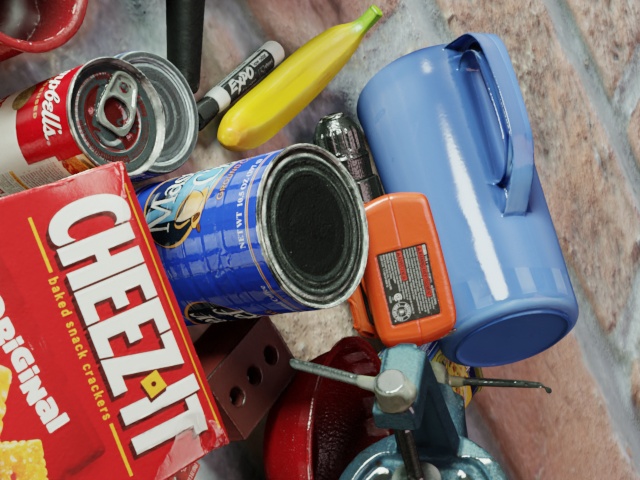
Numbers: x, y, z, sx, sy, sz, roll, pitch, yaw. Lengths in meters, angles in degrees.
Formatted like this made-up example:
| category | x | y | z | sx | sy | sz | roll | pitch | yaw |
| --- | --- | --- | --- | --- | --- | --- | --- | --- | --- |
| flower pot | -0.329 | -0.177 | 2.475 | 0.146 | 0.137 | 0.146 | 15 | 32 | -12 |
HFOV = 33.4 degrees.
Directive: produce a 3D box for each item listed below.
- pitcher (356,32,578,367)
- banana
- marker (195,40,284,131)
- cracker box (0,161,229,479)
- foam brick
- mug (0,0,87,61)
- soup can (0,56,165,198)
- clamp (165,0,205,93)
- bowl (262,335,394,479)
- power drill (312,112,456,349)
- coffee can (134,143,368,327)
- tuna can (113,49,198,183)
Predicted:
| category | x | y | z | sx | sy | sz | roll | pitch | yaw |
| --- | --- | --- | --- | --- | --- | --- | --- | --- | --- |
| pitcher | 0.121 | -0.033 | 0.843 | 0.149 | 0.145 | 0.243 | 39 | 32 | -54 |
| banana | -0.026 | -0.117 | 0.813 | 0.037 | 0.070 | 0.197 | 39 | 54 | 3 |
| marker | -0.065 | -0.116 | 0.801 | 0.121 | 0.020 | 0.020 | -49 | 119 | -43 |
| cracker box | -0.166 | 0.071 | 0.511 | 0.213 | 0.072 | 0.164 | -25 | 98 | -38 |
| foam brick | -0.062 | 0.094 | 0.731 | 0.078 | 0.051 | 0.053 | -50 | 119 | -43 |
| mug | -0.201 | -0.149 | 0.598 | 0.117 | 0.082 | 0.093 | 43 | 52 | -36 |
| soup can | -0.149 | -0.062 | 0.623 | 0.068 | 0.102 | 0.068 | 14 | 72 | -48 |
| clamp | -0.085 | -0.203 | 0.704 | 0.164 | 0.036 | 0.209 | -54 | 145 | -5 |
| bowl | 0.003 | 0.151 | 0.776 | 0.161 | 0.055 | 0.162 | -5 | 90 | -65 |
| power drill | 0.041 | -0.004 | 0.790 | 0.188 | 0.057 | 0.184 | -135 | -151 | -80 |
| coffee can | -0.055 | 0.001 | 0.691 | 0.102 | 0.141 | 0.103 | 14 | 72 | -48 |
| tuna can | -0.122 | -0.083 | 0.713 | 0.086 | 0.034 | 0.086 | 14 | 71 | -48 |
